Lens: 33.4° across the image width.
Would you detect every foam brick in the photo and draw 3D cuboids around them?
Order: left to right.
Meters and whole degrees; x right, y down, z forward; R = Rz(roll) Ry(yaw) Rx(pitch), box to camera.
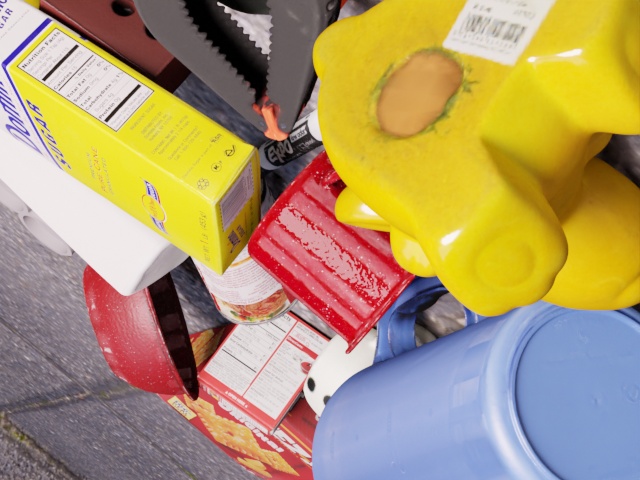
[{"bbox_3d":[-0.108,-0.115,0.586,0.078,0.053,0.051,35,157,3],"label":"foam brick"}]

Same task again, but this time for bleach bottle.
[{"bbox_3d":[-0.193,-0.074,0.752,0.251,0.102,0.068,42,119,6],"label":"bleach bottle"}]

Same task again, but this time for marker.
[{"bbox_3d":[-0.018,-0.055,0.613,0.020,0.020,0.121,43,156,-13],"label":"marker"}]

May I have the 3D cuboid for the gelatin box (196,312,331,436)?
[{"bbox_3d":[-0.043,0.097,0.843,0.073,0.089,0.030,33,158,9],"label":"gelatin box"}]

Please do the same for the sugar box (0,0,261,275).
[{"bbox_3d":[-0.114,-0.058,0.575,0.176,0.048,0.093,30,157,12],"label":"sugar box"}]

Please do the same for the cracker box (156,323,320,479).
[{"bbox_3d":[-0.051,0.153,0.982,0.164,0.072,0.214,43,156,-14],"label":"cracker box"}]

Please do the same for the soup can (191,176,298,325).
[{"bbox_3d":[-0.055,0.001,0.707,0.069,0.068,0.102,22,152,31],"label":"soup can"}]

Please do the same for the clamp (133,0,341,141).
[{"bbox_3d":[-0.055,-0.132,0.424,0.165,0.036,0.210,7,136,23],"label":"clamp"}]

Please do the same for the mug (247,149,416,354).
[{"bbox_3d":[0.017,-0.003,0.576,0.081,0.093,0.117,40,152,4],"label":"mug"}]

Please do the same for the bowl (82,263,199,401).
[{"bbox_3d":[-0.146,0.057,0.845,0.162,0.055,0.162,163,89,-88],"label":"bowl"}]

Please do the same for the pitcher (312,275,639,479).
[{"bbox_3d":[0.088,0.097,0.586,0.149,0.144,0.243,40,155,-1],"label":"pitcher"}]
